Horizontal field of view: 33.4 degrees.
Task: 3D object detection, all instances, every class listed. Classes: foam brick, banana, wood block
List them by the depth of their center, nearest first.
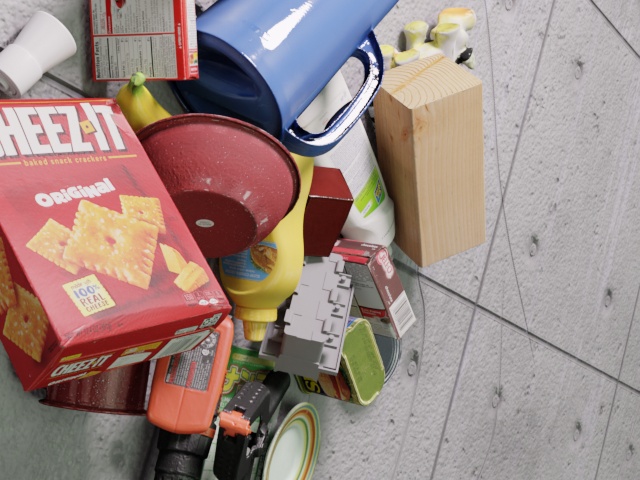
[{"bbox_3d":[-0.116,-0.080,0.935,0.197,0.070,0.037,39,77,-39],"label":"banana"},{"bbox_3d":[-0.008,-0.029,1.065,0.051,0.053,0.078,5,127,-26],"label":"foam brick"},{"bbox_3d":[0.121,-0.086,1.177,0.090,0.090,0.206,-21,128,-17],"label":"wood block"}]

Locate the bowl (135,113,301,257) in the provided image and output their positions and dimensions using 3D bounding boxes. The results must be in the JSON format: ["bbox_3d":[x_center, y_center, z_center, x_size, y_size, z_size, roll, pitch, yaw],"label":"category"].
[{"bbox_3d":[-0.098,-0.034,0.917,0.162,0.162,0.055,49,33,-42],"label":"bowl"}]

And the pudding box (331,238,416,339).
[{"bbox_3d":[0.044,0.051,1.160,0.039,0.090,0.113,-46,129,-33],"label":"pudding box"}]

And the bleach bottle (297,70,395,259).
[{"bbox_3d":[0.021,-0.062,1.137,0.102,0.068,0.250,-53,134,-31],"label":"bleach bottle"}]

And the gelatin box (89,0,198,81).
[{"bbox_3d":[-0.149,-0.171,0.896,0.030,0.089,0.073,-31,121,-69],"label":"gelatin box"}]

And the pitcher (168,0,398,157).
[{"bbox_3d":[-0.015,-0.196,0.995,0.242,0.145,0.149,-48,132,-30],"label":"pitcher"}]

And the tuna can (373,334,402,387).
[{"bbox_3d":[0.056,0.128,1.230,0.085,0.034,0.086,-11,104,-49],"label":"tuna can"}]

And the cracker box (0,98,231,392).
[{"bbox_3d":[-0.184,-0.007,0.803,0.163,0.072,0.214,-9,62,-49],"label":"cracker box"}]

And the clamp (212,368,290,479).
[{"bbox_3d":[-0.072,0.193,0.997,0.210,0.036,0.164,68,40,-79],"label":"clamp"}]

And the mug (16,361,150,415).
[{"bbox_3d":[-0.196,0.099,0.897,0.117,0.093,0.081,8,84,-14],"label":"mug"}]

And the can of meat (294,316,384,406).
[{"bbox_3d":[0.015,0.124,1.142,0.057,0.084,0.102,-43,127,-37],"label":"can of meat"}]

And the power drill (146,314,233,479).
[{"bbox_3d":[-0.116,0.143,0.935,0.188,0.057,0.184,111,-11,-72],"label":"power drill"}]

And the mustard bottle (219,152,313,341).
[{"bbox_3d":[-0.056,0.001,1.027,0.058,0.096,0.191,2,95,-48],"label":"mustard bottle"}]
